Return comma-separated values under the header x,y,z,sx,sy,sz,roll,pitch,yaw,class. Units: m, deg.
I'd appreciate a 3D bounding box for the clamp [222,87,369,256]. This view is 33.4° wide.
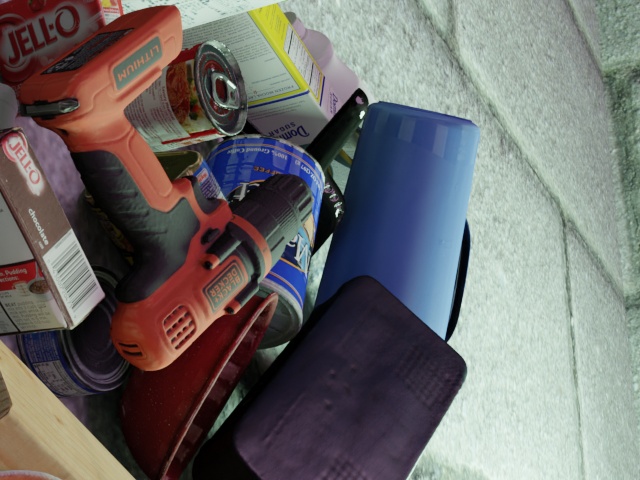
x,y,z,sx,sy,sz,roll,pitch,yaw,class
-0.037,-0.063,0.921,0.210,0.165,0.036,87,23,-49,clamp

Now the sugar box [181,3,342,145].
x,y,z,sx,sy,sz,roll,pitch,yaw,class
-0.058,-0.148,0.912,0.176,0.093,0.048,50,38,-49,sugar box

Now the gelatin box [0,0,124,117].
x,y,z,sx,sy,sz,roll,pitch,yaw,class
-0.164,-0.122,0.676,0.030,0.089,0.073,-18,97,-64,gelatin box

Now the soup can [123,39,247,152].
x,y,z,sx,sy,sz,roll,pitch,yaw,class
-0.112,-0.099,0.764,0.068,0.102,0.068,35,51,-57,soup can

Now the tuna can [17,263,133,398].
x,y,z,sx,sy,sz,roll,pitch,yaw,class
-0.156,0.058,0.694,0.086,0.034,0.086,35,50,-57,tuna can

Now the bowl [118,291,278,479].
x,y,z,sx,sy,sz,roll,pitch,yaw,class
-0.092,0.094,0.738,0.162,0.055,0.162,-60,175,-9,bowl

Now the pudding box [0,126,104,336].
x,y,z,sx,sy,sz,roll,pitch,yaw,class
-0.184,-0.001,0.588,0.039,0.090,0.113,-55,131,-53,pudding box

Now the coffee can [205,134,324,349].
x,y,z,sx,sy,sz,roll,pitch,yaw,class
-0.056,0.001,0.849,0.102,0.103,0.140,54,35,-44,coffee can

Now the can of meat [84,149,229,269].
x,y,z,sx,sy,sz,roll,pitch,yaw,class
-0.106,-0.014,0.746,0.057,0.102,0.084,-51,126,-37,can of meat

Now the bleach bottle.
x,y,z,sx,sy,sz,roll,pitch,yaw,class
0.023,-0.122,1.066,0.068,0.103,0.250,-57,136,-26,bleach bottle

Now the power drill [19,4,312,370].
x,y,z,sx,sy,sz,roll,pitch,yaw,class
-0.085,-0.042,0.649,0.184,0.057,0.187,-48,124,-41,power drill

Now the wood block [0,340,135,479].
x,y,z,sx,sy,sz,roll,pitch,yaw,class
-0.150,0.150,0.568,0.090,0.090,0.206,44,-12,50,wood block

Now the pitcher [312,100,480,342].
x,y,z,sx,sy,sz,roll,pitch,yaw,class
0.079,-0.001,1.003,0.149,0.145,0.243,-56,159,-83,pitcher
